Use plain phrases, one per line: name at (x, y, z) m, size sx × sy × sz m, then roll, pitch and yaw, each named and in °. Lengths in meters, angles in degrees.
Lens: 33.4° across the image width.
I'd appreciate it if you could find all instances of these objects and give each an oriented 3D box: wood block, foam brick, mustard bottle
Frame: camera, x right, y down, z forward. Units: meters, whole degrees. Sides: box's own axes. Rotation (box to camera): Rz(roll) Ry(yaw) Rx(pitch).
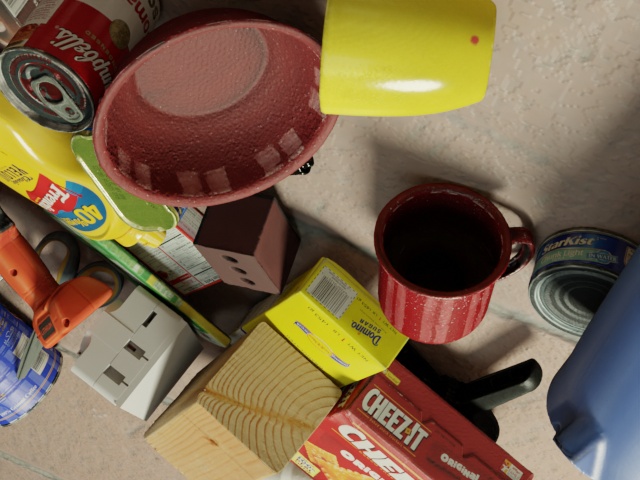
wood block at (-0.075, 0.154, 0.929) m, size 0.091 × 0.090 × 0.206 m, roll 43°, pitch 153°, yaw -3°
foam brick at (-0.055, 0.001, 0.819) m, size 0.053 × 0.051 × 0.078 m, roll 10°, pitch 158°, yaw 20°
mustard bottle at (-0.193, -0.051, 0.798) m, size 0.191 × 0.058 × 0.096 m, roll 37°, pitch 149°, yaw -31°

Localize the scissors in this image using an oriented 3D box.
scissors at (-0.243, 0.075, 1.028) m, size 0.096 × 0.016 × 0.202 m, roll 14°, pitch 128°, yaw -1°

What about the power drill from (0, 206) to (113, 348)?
power drill at (-0.259, -0.005, 0.901) m, size 0.187 × 0.057 × 0.185 m, roll 51°, pitch 152°, yaw -2°

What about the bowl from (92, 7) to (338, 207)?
bowl at (-0.070, -0.094, 0.681) m, size 0.162 × 0.055 × 0.162 m, roll -14°, pitch 145°, yaw -10°

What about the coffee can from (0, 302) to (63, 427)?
coffee can at (-0.356, 0.114, 1.118) m, size 0.103 × 0.102 × 0.140 m, roll -13°, pitch 131°, yaw 41°

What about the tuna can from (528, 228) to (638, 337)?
tuna can at (0.189, 0.032, 0.744) m, size 0.086 × 0.033 × 0.086 m, roll 16°, pitch 144°, yaw 12°

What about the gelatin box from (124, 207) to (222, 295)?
gelatin box at (-0.119, 0.003, 0.895) m, size 0.089 × 0.030 × 0.073 m, roll 42°, pitch 140°, yaw -22°

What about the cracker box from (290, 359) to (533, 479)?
cracker box at (0.061, 0.193, 0.948) m, size 0.164 × 0.072 × 0.214 m, roll 39°, pitch 155°, yaw -5°

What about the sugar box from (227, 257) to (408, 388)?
sugar box at (-0.008, 0.080, 0.882) m, size 0.093 × 0.048 × 0.176 m, roll 43°, pitch 149°, yaw -5°

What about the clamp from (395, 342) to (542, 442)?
clamp at (0.117, 0.138, 0.917) m, size 0.165 × 0.036 × 0.210 m, roll 15°, pitch 145°, yaw 29°

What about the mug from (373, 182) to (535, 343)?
mug at (0.093, 0.017, 0.749) m, size 0.117 × 0.093 × 0.081 m, roll -14°, pitch 148°, yaw -8°

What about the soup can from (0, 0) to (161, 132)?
soup can at (-0.153, -0.128, 0.682) m, size 0.068 × 0.102 × 0.068 m, roll 16°, pitch 144°, yaw 12°

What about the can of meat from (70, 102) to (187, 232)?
can of meat at (-0.121, -0.068, 0.757) m, size 0.058 × 0.083 × 0.102 m, roll -1°, pitch 138°, yaw 32°
